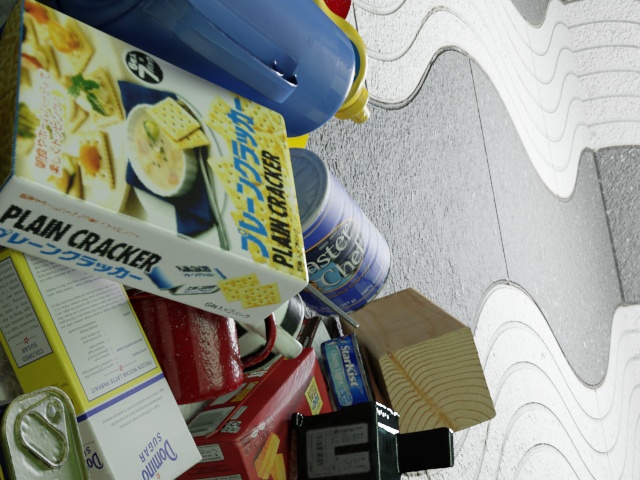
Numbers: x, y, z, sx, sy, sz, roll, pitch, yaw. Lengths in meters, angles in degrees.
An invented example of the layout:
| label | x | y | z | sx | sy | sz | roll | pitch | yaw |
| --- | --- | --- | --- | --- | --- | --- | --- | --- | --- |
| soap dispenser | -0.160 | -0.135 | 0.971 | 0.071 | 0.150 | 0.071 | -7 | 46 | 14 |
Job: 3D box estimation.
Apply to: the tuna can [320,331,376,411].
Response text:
| label | x | y | z | sx | sy | sz | roll | pitch | yaw |
| --- | --- | --- | --- | --- | --- | --- | --- | --- | --- |
| tuna can | 0.027 | 0.127 | 0.954 | 0.086 | 0.034 | 0.086 | -17 | 90 | -87 |

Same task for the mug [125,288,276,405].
| label | x | y | z | sx | sy | sz | roll | pitch | yaw |
| --- | --- | --- | --- | --- | --- | --- | --- | --- | --- |
| mug | -0.090 | 0.070 | 0.775 | 0.093 | 0.117 | 0.081 | -168 | -111 | -81 |

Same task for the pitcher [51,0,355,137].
| label | x | y | z | sx | sy | sz | roll | pitch | yaw |
| --- | --- | --- | --- | --- | --- | --- | --- | --- | --- |
| pitcher | -0.073 | -0.165 | 0.817 | 0.242 | 0.145 | 0.149 | 29 | 63 | -50 |

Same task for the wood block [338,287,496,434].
| label | x | y | z | sx | sy | sz | roll | pitch | yaw |
| --- | --- | --- | --- | --- | --- | --- | --- | --- | --- |
| wood block | 0.087 | 0.117 | 1.037 | 0.206 | 0.090 | 0.091 | -139 | -148 | -78 |

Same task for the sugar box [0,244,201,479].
| label | x | y | z | sx | sy | sz | roll | pitch | yaw |
| --- | --- | --- | --- | --- | --- | --- | --- | --- | --- |
| sugar box | -0.149 | 0.083 | 0.687 | 0.093 | 0.048 | 0.176 | -21 | 88 | -64 |

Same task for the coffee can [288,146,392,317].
| label | x | y | z | sx | sy | sz | roll | pitch | yaw |
| --- | --- | --- | --- | --- | --- | --- | --- | --- | --- |
| coffee can | -0.008 | -0.005 | 0.992 | 0.140 | 0.103 | 0.103 | 48 | 38 | -47 |

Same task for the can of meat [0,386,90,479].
| label | x | y | z | sx | sy | sz | roll | pitch | yaw |
| --- | --- | --- | --- | --- | --- | --- | --- | --- | --- |
| can of meat | -0.177 | 0.138 | 0.584 | 0.057 | 0.084 | 0.102 | -14 | 91 | -65 |

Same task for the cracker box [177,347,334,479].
| label | x | y | z | sx | sy | sz | roll | pitch | yaw |
| --- | --- | --- | --- | --- | --- | --- | --- | --- | --- |
| cracker box | -0.029 | 0.218 | 0.875 | 0.164 | 0.072 | 0.214 | -42 | 117 | -62 |
